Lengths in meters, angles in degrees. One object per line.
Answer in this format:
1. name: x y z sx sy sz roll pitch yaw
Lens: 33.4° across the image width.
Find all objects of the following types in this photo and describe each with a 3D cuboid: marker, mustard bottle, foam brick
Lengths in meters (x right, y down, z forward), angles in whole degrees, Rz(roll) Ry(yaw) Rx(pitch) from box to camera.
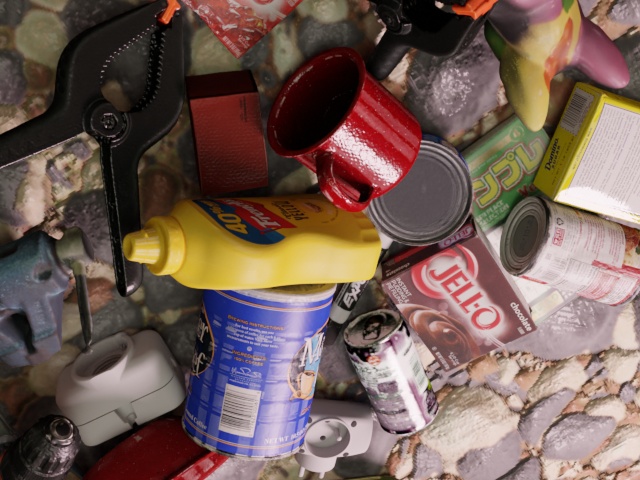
1. marker: 0.028 0.039 0.894 0.020 0.020 0.121 22 110 -19
2. mustard bottle: -0.055 0.001 0.781 0.191 0.096 0.058 -4 119 -37
3. foam brick: -0.070 -0.081 0.800 0.053 0.051 0.078 -8 117 -8

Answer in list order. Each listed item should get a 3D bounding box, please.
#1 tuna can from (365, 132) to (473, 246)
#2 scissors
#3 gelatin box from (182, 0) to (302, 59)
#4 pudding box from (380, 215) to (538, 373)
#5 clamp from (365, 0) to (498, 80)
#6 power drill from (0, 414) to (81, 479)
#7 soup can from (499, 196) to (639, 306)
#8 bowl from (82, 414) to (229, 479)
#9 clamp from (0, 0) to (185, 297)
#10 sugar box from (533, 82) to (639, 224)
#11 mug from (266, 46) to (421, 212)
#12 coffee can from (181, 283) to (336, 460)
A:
1. tuna can: 0.077 -0.041 0.844 0.086 0.033 0.086 2 108 5
2. scissors: -0.268 0.172 0.874 0.096 0.016 0.201 -22 138 12
3. gelatin box: -0.063 -0.187 0.762 0.073 0.030 0.089 -40 116 10
4. pudding box: 0.116 0.046 0.893 0.090 0.039 0.113 -28 119 18
5. clamp: 0.050 -0.169 0.730 0.120 0.172 0.039 48 67 -21
6. power drill: -0.206 0.244 0.813 0.057 0.188 0.185 -4 149 -35
7. soup can: 0.206 0.009 0.866 0.102 0.068 0.068 16 112 -20
8. bowl: -0.145 0.194 0.888 0.162 0.162 0.055 -40 79 10
9. clamp: -0.164 -0.083 0.745 0.164 0.036 0.210 24 85 -30
10. sugar box: 0.271 -0.060 0.870 0.176 0.048 0.093 14 109 -23
11. mug: 0.021 -0.073 0.784 0.093 0.117 0.081 -25 136 32
12. coffee can: -0.050 0.088 0.848 0.102 0.103 0.140 7 107 -13
